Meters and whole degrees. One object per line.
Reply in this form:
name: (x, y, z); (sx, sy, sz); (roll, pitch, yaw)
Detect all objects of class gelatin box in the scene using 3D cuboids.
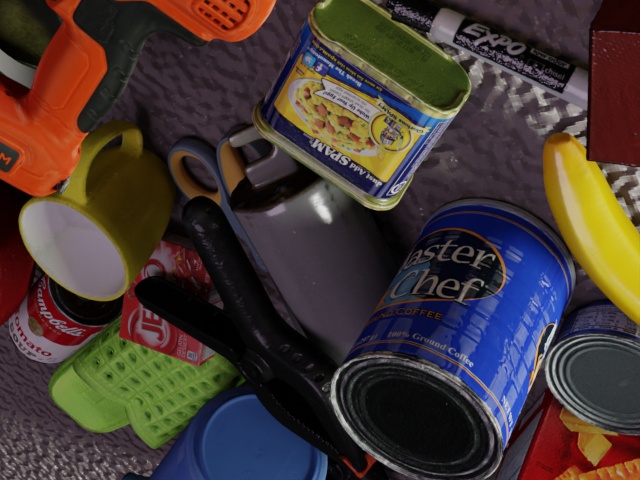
gelatin box: (-0.110, 0.041, 0.799); (0.073, 0.030, 0.089); (18, 107, 20)

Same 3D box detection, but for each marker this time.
marker: (0.090, -0.103, 0.564); (0.121, 0.020, 0.020); (27, 139, 9)

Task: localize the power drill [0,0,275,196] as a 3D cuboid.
power drill: (-0.143, -0.121, 0.543); (0.184, 0.057, 0.188); (34, 123, -24)

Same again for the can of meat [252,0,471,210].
can of meat: (0.023, -0.080, 0.603); (0.102, 0.057, 0.084); (34, 137, 0)

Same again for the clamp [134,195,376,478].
clamp: (-0.042, 0.075, 0.715); (0.210, 0.036, 0.165); (49, 151, -5)

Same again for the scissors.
scissors: (-0.055, 0.001, 0.762); (0.096, 0.016, 0.202); (15, 135, 24)

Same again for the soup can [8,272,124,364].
soup can: (-0.209, 0.055, 0.877); (0.068, 0.068, 0.102); (44, 139, -9)

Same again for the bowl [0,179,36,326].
bowl: (-0.272, 0.003, 0.850); (0.162, 0.055, 0.162); (20, 116, 47)

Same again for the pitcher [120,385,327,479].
pitcher: (-0.069, 0.215, 0.866); (0.149, 0.145, 0.243); (-5, 153, -22)

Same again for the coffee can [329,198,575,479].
coffee can: (0.081, 0.057, 0.629); (0.103, 0.140, 0.103); (19, 136, 18)
